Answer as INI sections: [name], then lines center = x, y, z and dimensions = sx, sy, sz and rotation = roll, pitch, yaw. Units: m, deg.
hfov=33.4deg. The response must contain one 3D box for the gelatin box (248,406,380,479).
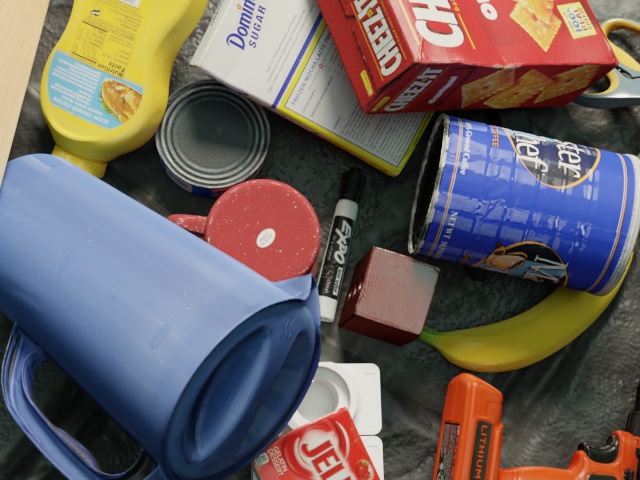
[gelatin box]
center = 0.002, 0.164, 0.701
dimensions = 0.073, 0.030, 0.089
rotation = -23, 81, -11

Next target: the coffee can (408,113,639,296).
[coffee can]
center = 0.142, -0.025, 0.754
dimensions = 0.140, 0.103, 0.103
rotation = 12, 76, -2

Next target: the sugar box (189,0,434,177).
[sugar box]
center = 0.002, -0.127, 0.789
dimensions = 0.176, 0.048, 0.093
rotation = 28, 92, -17

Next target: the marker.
[marker]
center = 0.014, 0.001, 0.810
dimensions = 0.020, 0.020, 0.121
rotation = 14, 76, -3

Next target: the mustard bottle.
[mustard bottle]
center = -0.153, -0.122, 0.779
dimensions = 0.096, 0.058, 0.192
rotation = 25, 99, 16

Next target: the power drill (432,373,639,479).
[power drill]
center = 0.181, 0.151, 0.768
dimensions = 0.187, 0.057, 0.184
rotation = 13, 78, -8

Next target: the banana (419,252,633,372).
[banana]
center = 0.169, 0.049, 0.807
dimensions = 0.197, 0.037, 0.069
rotation = -26, 82, -11

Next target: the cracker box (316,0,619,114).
[cracker box]
center = 0.100, -0.180, 0.777
dimensions = 0.213, 0.072, 0.164
rotation = -7, 67, -39

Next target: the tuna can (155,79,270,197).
[tuna can]
center = -0.082, -0.076, 0.809
dimensions = 0.086, 0.034, 0.086
rotation = 1, 77, -6

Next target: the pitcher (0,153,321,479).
[pitcher]
center = -0.133, 0.047, 0.690
dimensions = 0.243, 0.148, 0.145
rotation = 32, 117, 30

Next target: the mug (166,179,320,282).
[mug]
center = -0.055, 0.001, 0.770
dimensions = 0.117, 0.081, 0.093
rotation = 15, 76, -3

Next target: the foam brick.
[foam brick]
center = 0.048, 0.042, 0.775
dimensions = 0.051, 0.078, 0.053
rotation = 19, 76, -4
